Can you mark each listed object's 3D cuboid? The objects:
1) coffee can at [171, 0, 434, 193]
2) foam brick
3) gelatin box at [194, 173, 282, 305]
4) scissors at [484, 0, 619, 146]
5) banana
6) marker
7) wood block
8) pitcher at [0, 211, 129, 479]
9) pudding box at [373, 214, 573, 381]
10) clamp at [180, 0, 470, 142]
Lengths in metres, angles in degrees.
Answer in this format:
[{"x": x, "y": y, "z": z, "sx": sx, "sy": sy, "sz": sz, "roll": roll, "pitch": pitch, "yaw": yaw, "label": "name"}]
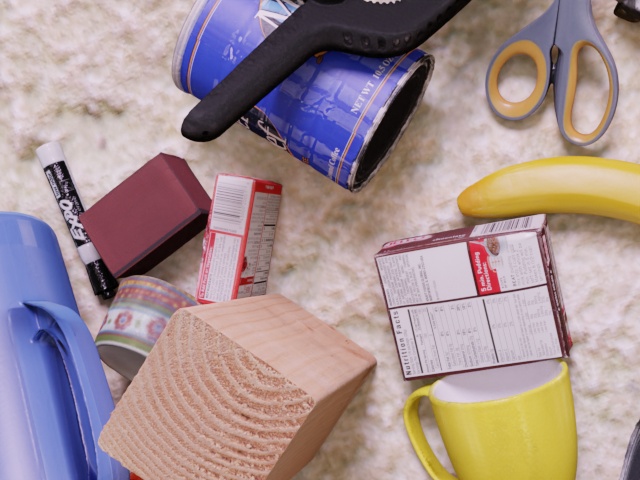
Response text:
[{"x": -0.011, "y": -0.110, "z": 0.698, "sx": 0.140, "sy": 0.102, "sz": 0.103, "roll": 32, "pitch": 96, "yaw": 10, "label": "coffee can"}, {"x": -0.119, "y": -0.017, "z": 0.747, "sx": 0.078, "sy": 0.053, "sz": 0.051, "roll": -37, "pitch": 83, "yaw": 9, "label": "foam brick"}, {"x": -0.055, "y": 0.001, "z": 0.723, "sx": 0.030, "sy": 0.073, "sz": 0.089, "roll": 11, "pitch": 93, "yaw": 12, "label": "gelatin box"}, {"x": 0.145, "y": -0.159, "z": 0.678, "sx": 0.096, "sy": 0.016, "sz": 0.202, "roll": -1, "pitch": 106, "yaw": 28, "label": "scissors"}, {"x": 0.190, "y": -0.018, "z": 0.688, "sx": 0.198, "sy": 0.037, "sz": 0.069, "roll": 21, "pitch": 94, "yaw": 11, "label": "banana"}, {"x": -0.176, "y": -0.014, "z": 0.776, "sx": 0.020, "sy": 0.020, "sz": 0.121, "roll": -24, "pitch": 85, "yaw": 11, "label": "marker"}, {"x": -0.040, "y": 0.094, "z": 0.651, "sx": 0.090, "sy": 0.206, "sz": 0.091, "roll": 33, "pitch": 96, "yaw": 10, "label": "wood block"}, {"x": -0.199, "y": 0.102, "z": 0.700, "sx": 0.149, "sy": 0.145, "sz": 0.243, "roll": -18, "pitch": 68, "yaw": -1, "label": "pitcher"}, {"x": 0.099, "y": 0.038, "z": 0.694, "sx": 0.114, "sy": 0.039, "sz": 0.090, "roll": -10, "pitch": 101, "yaw": 21, "label": "pudding box"}, {"x": 0.000, "y": -0.137, "z": 0.634, "sx": 0.210, "sy": 0.036, "sz": 0.164, "roll": -4, "pitch": 69, "yaw": -7, "label": "clamp"}]
